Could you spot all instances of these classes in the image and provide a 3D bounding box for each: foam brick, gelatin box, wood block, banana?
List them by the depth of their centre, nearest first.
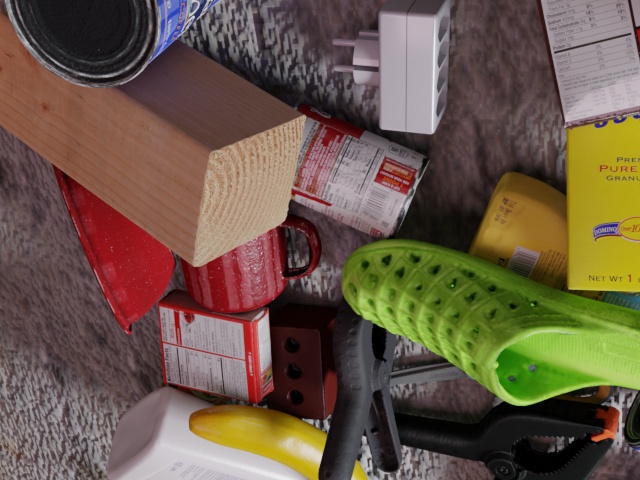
[{"bbox_3d":[-0.121,-0.082,0.725,0.206,0.090,0.090,33,130,26],"label":"wood block"},{"bbox_3d":[-0.082,0.082,0.833,0.089,0.030,0.073,9,116,25],"label":"gelatin box"},{"bbox_3d":[-0.016,0.178,0.840,0.069,0.037,0.197,-45,116,-2],"label":"banana"},{"bbox_3d":[-0.011,0.096,0.854,0.053,0.051,0.078,3,106,25],"label":"foam brick"}]

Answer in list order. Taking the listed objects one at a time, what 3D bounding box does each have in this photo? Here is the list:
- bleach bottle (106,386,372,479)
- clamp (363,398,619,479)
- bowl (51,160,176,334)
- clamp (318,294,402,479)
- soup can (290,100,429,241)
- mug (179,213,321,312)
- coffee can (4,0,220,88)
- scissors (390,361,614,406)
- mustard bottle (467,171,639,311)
[{"bbox_3d":[-0.047,0.203,0.910,0.250,0.068,0.103,26,140,-24],"label":"bleach bottle"},{"bbox_3d":[0.141,0.168,0.860,0.164,0.036,0.210,43,132,-12],"label":"clamp"},{"bbox_3d":[-0.151,-0.013,0.811,0.055,0.162,0.162,-22,116,-7],"label":"bowl"},{"bbox_3d":[0.030,0.109,0.814,0.039,0.120,0.171,-3,95,21],"label":"clamp"},{"bbox_3d":[0.018,-0.048,0.755,0.102,0.068,0.069,24,126,4],"label":"soup can"},{"bbox_3d":[-0.055,0.001,0.802,0.117,0.093,0.081,5,127,14],"label":"mug"},{"bbox_3d":[-0.121,-0.172,0.681,0.103,0.140,0.103,9,124,14],"label":"coffee can"},{"bbox_3d":[0.142,0.112,0.844,0.202,0.016,0.096,-27,109,32],"label":"scissors"},{"bbox_3d":[0.200,0.027,0.741,0.191,0.058,0.096,22,127,6],"label":"mustard bottle"}]
